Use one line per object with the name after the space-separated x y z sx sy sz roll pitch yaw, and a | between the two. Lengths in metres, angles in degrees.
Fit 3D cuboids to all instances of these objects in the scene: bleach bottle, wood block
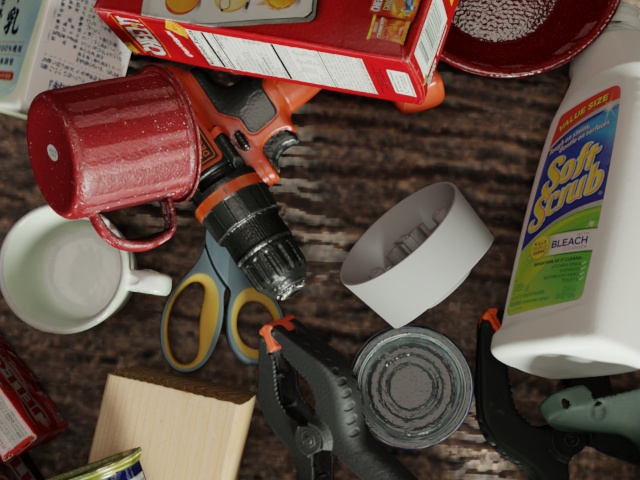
0.179 -0.039 0.703 0.068 0.103 0.251 23 67 -28 | bleach bottle
-0.111 0.195 0.709 0.091 0.090 0.206 12 88 4 | wood block

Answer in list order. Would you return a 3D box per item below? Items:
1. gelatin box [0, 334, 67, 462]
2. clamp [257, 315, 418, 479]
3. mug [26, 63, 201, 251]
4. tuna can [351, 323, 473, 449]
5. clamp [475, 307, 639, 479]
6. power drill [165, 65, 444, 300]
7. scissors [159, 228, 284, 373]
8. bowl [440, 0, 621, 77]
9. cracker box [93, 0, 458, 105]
-0.217 0.103 0.728 0.030 0.073 0.089 -38 85 0 | gelatin box
-0.001 0.138 0.718 0.120 0.039 0.171 -39 73 30 | clamp
-0.129 -0.049 0.674 0.081 0.093 0.117 -16 88 -33 | mug
0.062 0.100 0.733 0.086 0.034 0.086 0 86 3 | tuna can
0.178 0.133 0.723 0.164 0.036 0.210 -25 82 -1 | clamp
-0.012 -0.076 0.726 0.187 0.057 0.184 -34 79 -4 | power drill
-0.055 0.001 0.756 0.096 0.016 0.202 18 82 -2 | scissors
0.126 -0.187 0.737 0.162 0.055 0.162 0 86 3 | bowl
-0.014 -0.186 0.683 0.214 0.072 0.164 13 74 20 | cracker box
